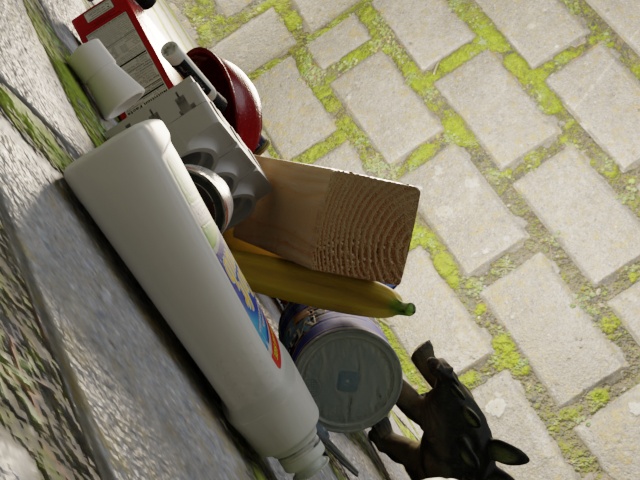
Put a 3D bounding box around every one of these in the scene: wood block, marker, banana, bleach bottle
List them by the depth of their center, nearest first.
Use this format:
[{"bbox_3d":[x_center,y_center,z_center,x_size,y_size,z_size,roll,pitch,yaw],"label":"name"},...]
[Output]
[{"bbox_3d":[-0.070,0.044,0.697,0.251,0.068,0.102,59,3,-8],"label":"bleach bottle"},{"bbox_3d":[-0.009,0.038,0.973,0.069,0.198,0.037,83,20,-74],"label":"banana"},{"bbox_3d":[0.000,-0.024,1.006,0.090,0.090,0.206,11,4,-24],"label":"wood block"},{"bbox_3d":[-0.123,-0.159,1.061,0.020,0.020,0.121,58,5,29],"label":"marker"}]

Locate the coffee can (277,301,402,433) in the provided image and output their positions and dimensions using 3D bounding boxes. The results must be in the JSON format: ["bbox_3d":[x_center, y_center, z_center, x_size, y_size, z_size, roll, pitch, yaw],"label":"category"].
[{"bbox_3d":[0.016,0.110,1.033,0.103,0.103,0.140,56,3,-17],"label":"coffee can"}]

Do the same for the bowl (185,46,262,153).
[{"bbox_3d":[-0.113,-0.143,1.230,0.162,0.055,0.162,21,-65,54],"label":"bowl"}]

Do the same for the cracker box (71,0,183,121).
[{"bbox_3d":[-0.158,-0.134,1.111,0.214,0.072,0.164,59,4,28],"label":"cracker box"}]
